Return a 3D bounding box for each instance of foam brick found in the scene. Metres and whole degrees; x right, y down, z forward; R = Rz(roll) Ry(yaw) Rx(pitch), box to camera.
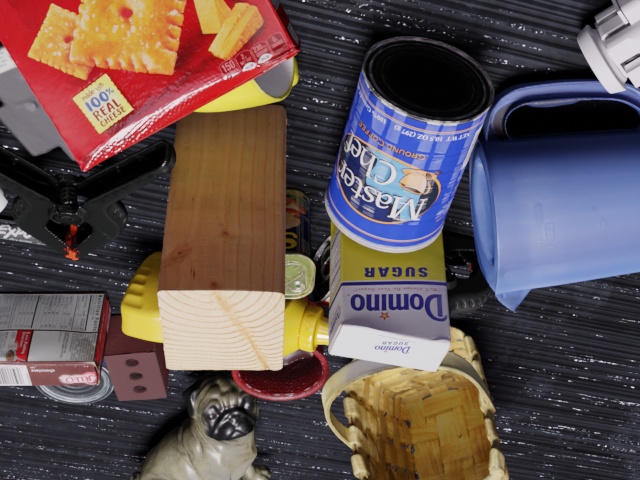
[{"bbox_3d":[-0.184,0.118,1.077,0.053,0.051,0.078,-4,136,2],"label":"foam brick"}]

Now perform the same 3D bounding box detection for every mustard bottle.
[{"bbox_3d":[-0.075,0.065,0.958,0.192,0.096,0.058,12,124,10],"label":"mustard bottle"}]

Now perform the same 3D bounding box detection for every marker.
[{"bbox_3d":[-0.277,-0.009,0.966,0.121,0.020,0.020,8,136,-9],"label":"marker"}]

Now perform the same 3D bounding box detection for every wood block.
[{"bbox_3d":[-0.072,-0.008,0.835,0.090,0.206,0.091,1,136,-3],"label":"wood block"}]

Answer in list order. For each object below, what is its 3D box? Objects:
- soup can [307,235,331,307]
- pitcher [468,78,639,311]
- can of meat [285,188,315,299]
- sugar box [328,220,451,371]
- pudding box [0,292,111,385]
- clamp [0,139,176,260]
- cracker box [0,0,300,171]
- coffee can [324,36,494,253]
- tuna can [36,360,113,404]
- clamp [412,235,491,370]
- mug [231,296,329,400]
[{"bbox_3d":[0.047,0.042,0.991,0.102,0.068,0.069,22,132,-23],"label":"soup can"},{"bbox_3d":[0.245,-0.042,0.875,0.243,0.145,0.149,-7,148,1],"label":"pitcher"},{"bbox_3d":[-0.056,0.001,0.934,0.102,0.084,0.057,1,136,-2],"label":"can of meat"},{"bbox_3d":[0.055,0.020,0.888,0.093,0.176,0.048,10,135,-11],"label":"sugar box"},{"bbox_3d":[-0.262,0.093,1.023,0.113,0.090,0.039,1,135,-2],"label":"pudding box"},{"bbox_3d":[-0.213,-0.037,0.862,0.164,0.036,0.210,7,156,-15],"label":"clamp"},{"bbox_3d":[-0.133,-0.176,0.675,0.164,0.072,0.213,-27,107,7],"label":"cracker box"},{"bbox_3d":[0.067,-0.074,0.844,0.102,0.103,0.140,7,136,-9],"label":"coffee can"},{"bbox_3d":[-0.253,0.133,1.104,0.086,0.033,0.086,0,136,-1],"label":"tuna can"},{"bbox_3d":[0.104,0.048,0.945,0.171,0.120,0.039,-17,157,-35],"label":"clamp"},{"bbox_3d":[-0.043,0.104,1.043,0.093,0.081,0.117,14,134,-15],"label":"mug"}]
